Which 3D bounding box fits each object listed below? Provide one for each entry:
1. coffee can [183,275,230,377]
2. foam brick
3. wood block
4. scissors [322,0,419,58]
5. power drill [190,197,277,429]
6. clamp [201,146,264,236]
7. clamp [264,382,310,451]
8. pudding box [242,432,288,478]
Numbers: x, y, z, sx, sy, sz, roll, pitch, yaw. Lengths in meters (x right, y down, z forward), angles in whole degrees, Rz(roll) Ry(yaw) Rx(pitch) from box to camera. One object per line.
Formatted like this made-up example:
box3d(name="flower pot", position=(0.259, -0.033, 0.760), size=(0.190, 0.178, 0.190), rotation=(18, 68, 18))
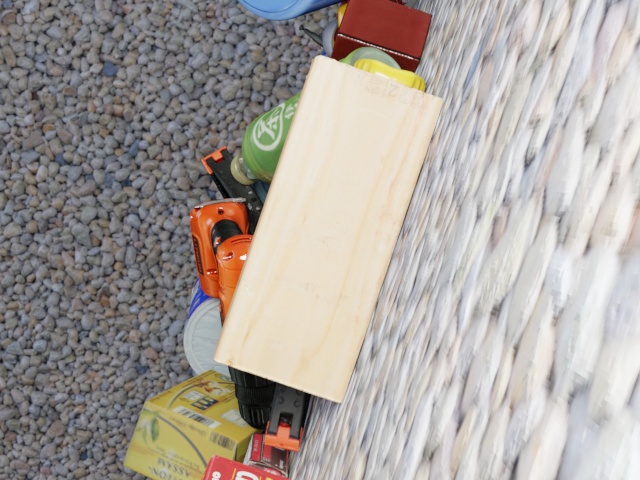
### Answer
box3d(name="coffee can", position=(-0.092, 0.085, 1.150), size=(0.140, 0.102, 0.103), rotation=(-102, 30, -74))
box3d(name="foam brick", position=(0.053, -0.182, 0.966), size=(0.053, 0.078, 0.051), rotation=(116, 171, -68))
box3d(name="wood block", position=(0.003, -0.008, 0.722), size=(0.091, 0.090, 0.206), rotation=(-169, 98, -86))
box3d(name="scissors", position=(0.053, -0.222, 1.096), size=(0.096, 0.016, 0.201), rotation=(55, -133, -38))
box3d(name="power drill", position=(-0.073, 0.055, 0.975), size=(0.188, 0.057, 0.184), rotation=(-123, 28, -61))
box3d(name="clamp", position=(-0.057, 0.001, 1.107), size=(0.036, 0.210, 0.164), rotation=(-31, -9, -9))
box3d(name="clamp", position=(-0.015, 0.090, 0.864), size=(0.171, 0.039, 0.120), rotation=(-80, -9, -56))
box3d(name="pudding box", position=(-0.060, 0.227, 0.898), size=(0.090, 0.039, 0.113), rotation=(-89, 20, -85))
